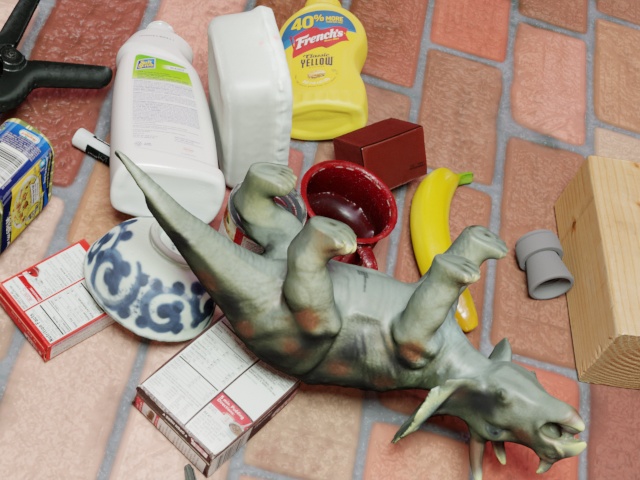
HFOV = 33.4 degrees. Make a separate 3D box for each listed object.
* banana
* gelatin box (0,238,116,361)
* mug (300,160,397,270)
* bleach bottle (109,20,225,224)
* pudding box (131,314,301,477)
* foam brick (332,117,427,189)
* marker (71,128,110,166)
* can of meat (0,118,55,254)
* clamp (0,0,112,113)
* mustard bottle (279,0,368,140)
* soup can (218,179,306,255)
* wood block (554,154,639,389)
[{"bbox_3d":[0.120,-0.004,1.030,0.069,0.037,0.197,12,53,-8],"label":"banana"},{"bbox_3d":[-0.215,0.050,0.898,0.089,0.030,0.073,-32,70,-33],"label":"gelatin box"},{"bbox_3d":[0.017,-0.003,0.967,0.093,0.082,0.117,-12,60,-32],"label":"mug"},{"bbox_3d":[-0.146,-0.125,1.011,0.102,0.068,0.251,10,42,-16],"label":"bleach bottle"},{"bbox_3d":[-0.084,0.123,0.879,0.090,0.039,0.113,41,52,13],"label":"pudding box"},{"bbox_3d":[0.059,-0.082,1.048,0.078,0.053,0.051,-22,27,-29],"label":"foam brick"},{"bbox_3d":[-0.178,-0.068,1.000,0.121,0.020,0.020,30,53,6],"label":"marker"},{"bbox_3d":[-0.271,-0.042,0.903,0.057,0.102,0.083,29,50,4],"label":"can of meat"},{"bbox_3d":[-0.277,-0.157,0.983,0.120,0.039,0.171,38,53,5],"label":"clamp"},{"bbox_3d":[0.001,-0.192,1.114,0.096,0.058,0.191,-5,52,9],"label":"mustard bottle"},{"bbox_3d":[-0.056,0.001,0.934,0.068,0.102,0.068,8,54,-11],"label":"soup can"},{"bbox_3d":[0.292,0.029,1.024,0.090,0.091,0.206,9,54,-10],"label":"wood block"}]
